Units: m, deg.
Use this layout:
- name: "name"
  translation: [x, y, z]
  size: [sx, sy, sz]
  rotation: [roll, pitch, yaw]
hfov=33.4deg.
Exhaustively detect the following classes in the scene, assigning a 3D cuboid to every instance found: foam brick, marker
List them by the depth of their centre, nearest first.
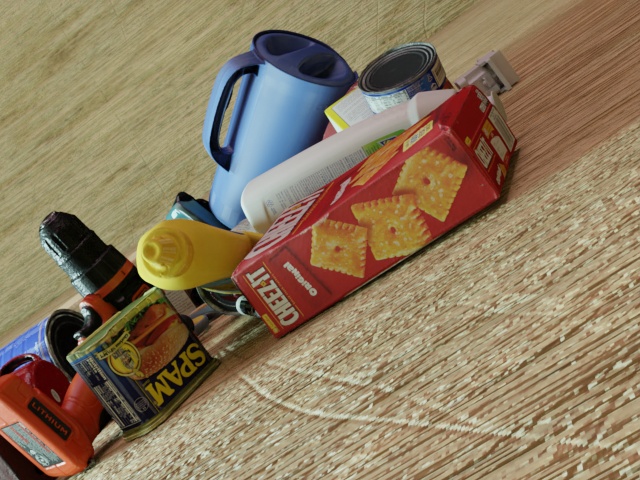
- name: "foam brick"
  translation: [-0.267, 0.185, 0.905]
  size: [0.051, 0.078, 0.053]
  rotation: [-31, 12, 25]
- name: "marker"
  translation: [-0.054, 0.059, 0.945]
  size: [0.020, 0.020, 0.121]
  rotation: [-38, 9, -14]

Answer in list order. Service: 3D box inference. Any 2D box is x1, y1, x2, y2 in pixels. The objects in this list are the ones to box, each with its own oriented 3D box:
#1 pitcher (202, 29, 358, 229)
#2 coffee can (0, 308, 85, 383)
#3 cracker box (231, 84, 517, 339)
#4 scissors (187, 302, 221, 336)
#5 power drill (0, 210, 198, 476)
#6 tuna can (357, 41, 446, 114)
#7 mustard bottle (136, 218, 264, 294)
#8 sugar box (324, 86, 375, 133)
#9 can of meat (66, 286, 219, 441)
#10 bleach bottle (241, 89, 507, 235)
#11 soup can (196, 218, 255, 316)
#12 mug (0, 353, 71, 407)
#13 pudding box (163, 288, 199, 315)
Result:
- name: "pitcher"
  translation: [-0.064, -0.127, 1.314]
  size: [0.145, 0.149, 0.243]
  rotation: [-66, -1, -59]
- name: "coffee can"
  translation: [-0.308, 0.152, 1.158]
  size: [0.140, 0.103, 0.102]
  rotation: [-32, 9, 21]
- name: "cracker box"
  translation: [0.046, -0.029, 0.856]
  size: [0.214, 0.072, 0.164]
  rotation: [-33, 9, 23]
- name: "scissors"
  translation: [-0.172, 0.111, 1.136]
  size: [0.202, 0.016, 0.096]
  rotation: [-33, 9, 22]
- name: "power drill"
  translation: [-0.206, 0.088, 0.901]
  size: [0.057, 0.184, 0.187]
  rotation: [-27, 22, 47]
- name: "tuna can"
  translation: [0.083, -0.162, 1.076]
  size: [0.086, 0.033, 0.086]
  rotation: [-22, 33, 15]
- name: "mustard bottle"
  translation: [-0.100, 0.015, 0.901]
  size: [0.096, 0.058, 0.191]
  rotation: [-1, -4, 17]
- name: "sugar box"
  translation: [0.078, -0.116, 1.097]
  size: [0.093, 0.048, 0.176]
  rotation: [-35, 34, 0]
- name: "can of meat"
  translation: [-0.145, 0.098, 0.874]
  size: [0.058, 0.084, 0.101]
  rotation: [-28, 11, 43]
- name: "bleach bottle"
  translation: [0.055, -0.061, 0.973]
  size: [0.251, 0.102, 0.068]
  rotation: [-25, 21, 23]
- name: "soup can"
  translation: [-0.073, 0.023, 1.057]
  size: [0.069, 0.068, 0.102]
  rotation: [-31, 9, 27]
- name: "mug"
  translation: [-0.293, 0.161, 1.055]
  size: [0.081, 0.093, 0.117]
  rotation: [-29, 44, 10]
- name: "pudding box"
  translation: [-0.162, 0.038, 1.243]
  size: [0.039, 0.090, 0.113]
  rotation: [-34, 9, 6]
